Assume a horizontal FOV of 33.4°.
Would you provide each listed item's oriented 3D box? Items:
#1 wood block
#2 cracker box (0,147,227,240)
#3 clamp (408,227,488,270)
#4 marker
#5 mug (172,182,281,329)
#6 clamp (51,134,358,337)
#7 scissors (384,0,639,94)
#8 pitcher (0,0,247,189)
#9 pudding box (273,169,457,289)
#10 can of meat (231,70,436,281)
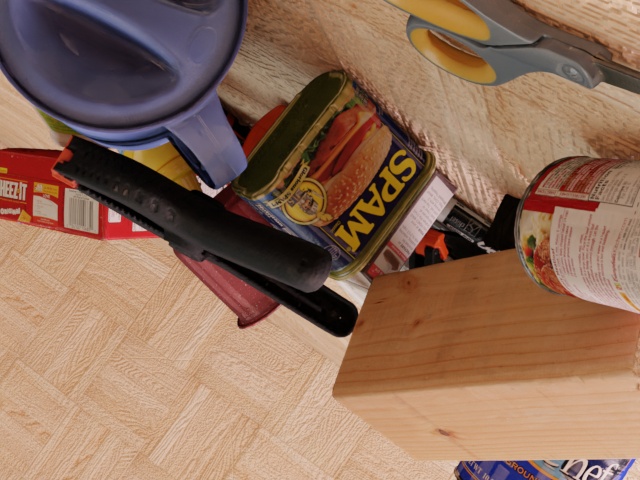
[{"bbox_3d":[0.117,0.065,0.600,0.207,0.090,0.090,-14,135,47],"label":"wood block"},{"bbox_3d":[-0.171,-0.046,1.002,0.164,0.072,0.213,10,-172,39],"label":"cracker box"},{"bbox_3d":[0.106,0.060,0.775,0.039,0.120,0.171,9,153,48],"label":"clamp"},{"bbox_3d":[0.125,0.006,0.725,0.121,0.020,0.020,34,171,4],"label":"marker"},{"bbox_3d":[-0.055,0.001,0.823,0.081,0.093,0.117,45,-154,-14],"label":"mug"},{"bbox_3d":[-0.070,-0.008,0.630,0.210,0.036,0.164,29,170,7],"label":"clamp"},{"bbox_3d":[0.100,-0.068,0.439,0.202,0.016,0.096,32,173,18],"label":"scissors"},{"bbox_3d":[-0.112,-0.109,0.645,0.145,0.149,0.243,8,178,-7],"label":"pitcher"},{"bbox_3d":[0.026,-0.020,0.732,0.039,0.090,0.114,41,169,-31],"label":"pudding box"},{"bbox_3d":[0.008,-0.041,0.654,0.083,0.102,0.058,42,170,-28],"label":"can of meat"}]
